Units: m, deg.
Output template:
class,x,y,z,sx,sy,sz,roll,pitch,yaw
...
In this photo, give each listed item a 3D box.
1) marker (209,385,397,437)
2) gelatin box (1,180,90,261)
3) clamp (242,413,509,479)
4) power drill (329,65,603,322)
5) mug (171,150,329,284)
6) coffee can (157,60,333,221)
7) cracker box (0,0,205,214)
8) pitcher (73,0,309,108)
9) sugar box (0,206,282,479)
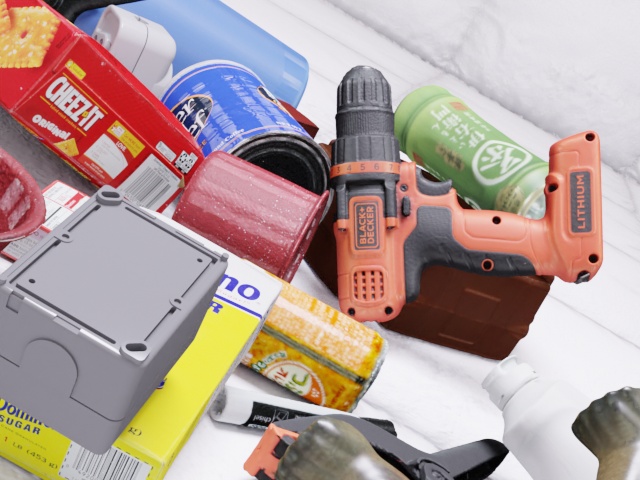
class,x,y,z,sx,sy,sz,roll,pitch,yaw
marker,-0.005,0.099,0.584,0.120,0.020,0.020,18,20,-34
gelatin box,-0.135,0.005,0.626,0.089,0.030,0.073,29,18,-5
clamp,0.059,0.140,0.541,0.209,0.036,0.165,22,18,-34
power drill,0.100,-0.036,0.752,0.188,0.184,0.057,-2,-4,8
mug,-0.055,0.001,0.695,0.081,0.093,0.117,26,53,3
coffee can,-0.063,-0.066,0.823,0.102,0.103,0.140,18,21,-34
cracker box,-0.193,-0.123,0.739,0.214,0.072,0.164,42,-2,34
pitcher,-0.139,-0.184,1.016,0.242,0.145,0.149,28,48,-17
sugar box,-0.087,0.048,0.505,0.093,0.048,0.176,29,29,1
